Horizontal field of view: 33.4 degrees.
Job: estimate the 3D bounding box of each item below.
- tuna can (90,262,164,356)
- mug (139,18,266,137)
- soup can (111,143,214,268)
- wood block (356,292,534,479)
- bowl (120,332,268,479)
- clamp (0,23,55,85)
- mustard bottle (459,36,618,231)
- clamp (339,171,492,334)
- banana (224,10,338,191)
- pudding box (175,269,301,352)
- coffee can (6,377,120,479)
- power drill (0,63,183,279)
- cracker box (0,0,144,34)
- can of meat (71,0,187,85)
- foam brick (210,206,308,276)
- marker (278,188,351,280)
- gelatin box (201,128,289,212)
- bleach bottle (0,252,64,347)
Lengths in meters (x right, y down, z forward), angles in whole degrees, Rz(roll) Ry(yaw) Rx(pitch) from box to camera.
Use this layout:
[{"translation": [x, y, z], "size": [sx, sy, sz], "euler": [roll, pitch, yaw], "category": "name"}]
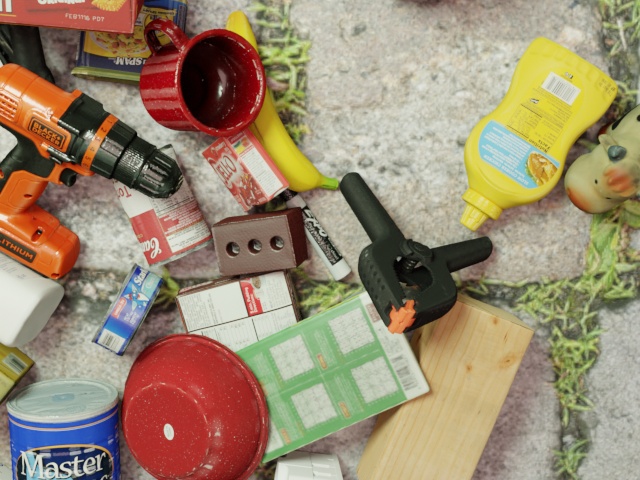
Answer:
[{"translation": [-0.182, 0.066, 1.014], "size": [0.033, 0.086, 0.086], "euler": [29, 93, -7], "category": "tuna can"}, {"translation": [-0.115, -0.147, 0.946], "size": [0.093, 0.082, 0.117], "euler": [-52, 121, -22], "category": "mug"}, {"translation": [-0.151, -0.033, 1.014], "size": [0.068, 0.068, 0.102], "euler": [-23, 96, -1], "category": "soup can"}, {"translation": [0.117, 0.158, 1.036], "size": [0.090, 0.091, 0.206], "euler": [22, 94, -5], "category": "wood block"}, {"translation": [-0.132, 0.172, 1.010], "size": [0.162, 0.055, 0.162], "euler": [4, 101, 23], "category": "bowl"}, {"translation": [-0.262, -0.148, 0.971], "size": [0.039, 0.120, 0.171], "euler": [-32, 117, -17], "category": "clamp"}, {"translation": [0.195, -0.092, 1.029], "size": [0.096, 0.058, 0.191], "euler": [34, 93, 4], "category": "mustard bottle"}, {"translation": [0.074, 0.013, 0.976], "size": [0.164, 0.209, 0.036], "euler": [28, 120, 1], "category": "clamp"}, {"translation": [-0.052, -0.122, 1.017], "size": [0.037, 0.069, 0.198], "euler": [-23, 99, 32], "category": "banana"}, {"translation": [-0.076, 0.079, 1.044], "size": [0.113, 0.039, 0.090], "euler": [-15, 99, 1], "category": "pudding box"}, {"translation": [-0.240, 0.213, 1.010], "size": [0.102, 0.103, 0.140], "euler": [-1, 102, -3], "category": "coffee can"}, {"translation": [-0.231, -0.050, 0.966], "size": [0.184, 0.057, 0.188], "euler": [32, 129, -3], "category": "power drill"}, {"translation": [-0.228, -0.247, 0.915], "size": [0.164, 0.213, 0.072], "euler": [3, 121, -4], "category": "cracker box"}, {"translation": [-0.177, -0.190, 1.003], "size": [0.102, 0.057, 0.084], "euler": [7, 93, -4], "category": "can of meat"}, {"translation": [-0.057, 0.001, 1.021], "size": [0.078, 0.051, 0.053], "euler": [-8, 98, 14], "category": "foam brick"}, {"translation": [-0.011, -0.015, 1.047], "size": [0.020, 0.020, 0.121], "euler": [-34, 97, 1], "category": "marker"}, {"translation": [-0.072, -0.067, 1.003], "size": [0.030, 0.089, 0.073], "euler": [-38, 97, -18], "category": "gelatin box"}, {"translation": [-0.369, 0.005, 1.001], "size": [0.251, 0.102, 0.068], "euler": [33, 90, 1], "category": "bleach bottle"}]
